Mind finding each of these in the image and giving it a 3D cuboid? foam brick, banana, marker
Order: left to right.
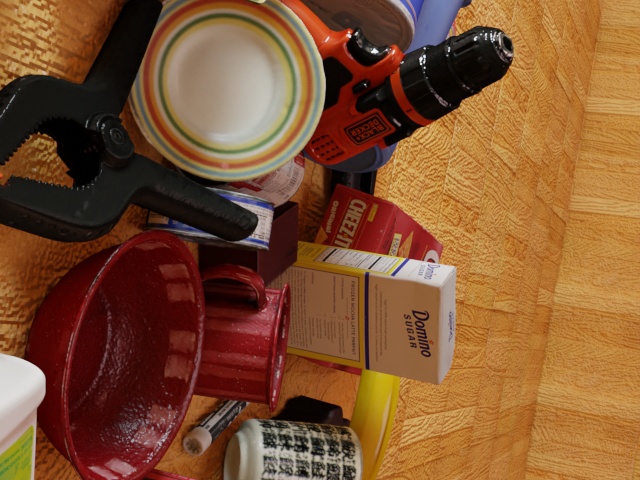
[{"bbox_3d":[-0.077,0.142,0.884,0.121,0.020,0.020,-40,135,-61],"label":"marker"},{"bbox_3d":[-0.055,0.001,0.836,0.078,0.051,0.053,-39,135,-60],"label":"foam brick"},{"bbox_3d":[0.038,0.168,0.966,0.037,0.070,0.198,19,89,-29],"label":"banana"}]

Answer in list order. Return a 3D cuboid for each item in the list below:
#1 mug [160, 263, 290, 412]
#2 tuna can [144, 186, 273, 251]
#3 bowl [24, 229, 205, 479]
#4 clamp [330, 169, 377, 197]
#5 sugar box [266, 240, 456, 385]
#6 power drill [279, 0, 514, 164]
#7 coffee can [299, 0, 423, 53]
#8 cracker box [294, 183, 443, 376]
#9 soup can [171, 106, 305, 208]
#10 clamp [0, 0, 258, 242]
[{"bbox_3d":[-0.067,0.063,0.758,0.093,0.081,0.117,-80,175,-47],"label":"mug"},{"bbox_3d":[-0.075,-0.015,0.728,0.086,0.086,0.034,19,79,-69],"label":"tuna can"},{"bbox_3d":[-0.132,0.069,0.656,0.162,0.055,0.162,9,90,-69],"label":"bowl"},{"bbox_3d":[0.035,-0.096,1.049,0.120,0.039,0.171,-58,157,-25],"label":"clamp"},{"bbox_3d":[0.024,0.055,0.888,0.048,0.176,0.093,-45,139,-57],"label":"sugar box"},{"bbox_3d":[0.016,-0.148,0.740,0.187,0.185,0.057,47,41,-22],"label":"power drill"},{"bbox_3d":[0.040,-0.224,0.821,0.102,0.103,0.140,59,45,-60],"label":"coffee can"},{"bbox_3d":[0.046,0.051,1.062,0.164,0.072,0.213,-68,158,-3],"label":"cracker box"},{"bbox_3d":[-0.058,-0.062,0.778,0.102,0.069,0.068,23,77,-69],"label":"soup can"},{"bbox_3d":[-0.127,-0.063,0.602,0.209,0.036,0.164,-17,84,-55],"label":"clamp"}]
